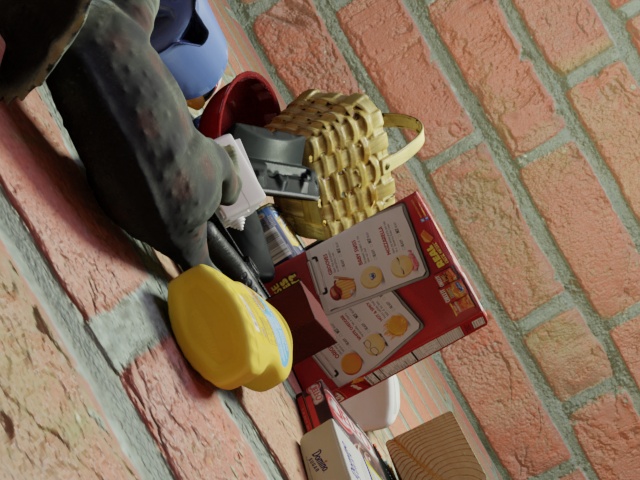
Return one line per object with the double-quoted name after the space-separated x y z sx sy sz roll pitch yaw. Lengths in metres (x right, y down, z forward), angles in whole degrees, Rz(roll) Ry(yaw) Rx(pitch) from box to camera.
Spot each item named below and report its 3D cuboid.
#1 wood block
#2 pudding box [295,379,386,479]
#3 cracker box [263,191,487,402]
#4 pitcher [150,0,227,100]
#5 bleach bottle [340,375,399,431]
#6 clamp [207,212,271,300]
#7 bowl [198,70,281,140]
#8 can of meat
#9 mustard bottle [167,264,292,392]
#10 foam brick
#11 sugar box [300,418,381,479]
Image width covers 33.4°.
0.145 0.292 1.307 0.206 0.090 0.091 70 -6 -65 "wood block"
0.023 0.210 1.091 0.113 0.039 0.090 56 7 -33 "pudding box"
0.056 0.069 1.197 0.164 0.214 0.072 63 5 24 "cracker box"
-0.183 -0.235 1.156 0.243 0.145 0.149 42 30 -82 "pitcher"
0.070 0.204 1.369 0.250 0.068 0.102 59 30 -72 "bleach bottle"
-0.083 0.033 1.058 0.171 0.039 0.120 55 7 -11 "clamp"
-0.108 -0.132 1.352 0.161 0.055 0.162 -6 97 -62 "bowl"
-0.059 0.002 1.324 0.084 0.057 0.102 58 5 4 "can of meat"
-0.065 0.079 0.893 0.096 0.058 0.191 60 6 15 "mustard bottle"
-0.034 0.086 1.025 0.053 0.078 0.051 53 11 -48 "foam brick"
0.045 0.259 1.015 0.176 0.048 0.093 52 10 -32 "sugar box"
